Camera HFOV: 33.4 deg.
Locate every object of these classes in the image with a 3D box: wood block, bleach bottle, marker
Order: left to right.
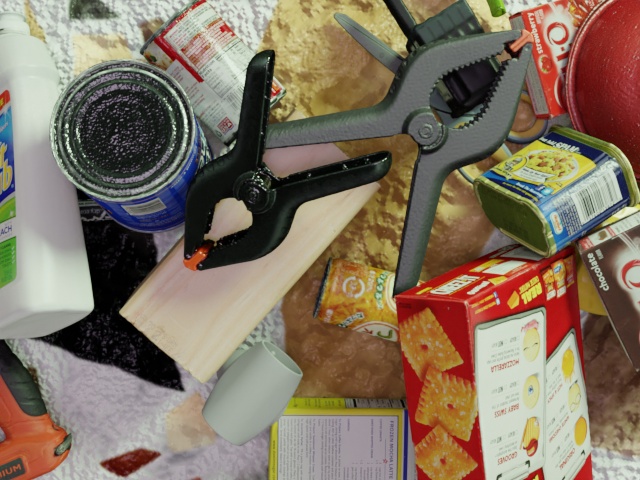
[{"bbox_3d":[-0.235,-0.056,0.835,0.103,0.067,0.251,-24,71,44],"label":"bleach bottle"},{"bbox_3d":[-0.184,-0.026,0.884,0.121,0.020,0.020,-3,97,0],"label":"marker"},{"bbox_3d":[-0.055,0.001,0.852,0.090,0.091,0.206,41,95,-6],"label":"wood block"}]

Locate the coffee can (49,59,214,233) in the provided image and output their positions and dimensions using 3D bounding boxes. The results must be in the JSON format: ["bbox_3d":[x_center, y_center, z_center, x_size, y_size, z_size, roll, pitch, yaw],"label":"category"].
[{"bbox_3d":[-0.137,-0.066,0.807,0.103,0.140,0.103,0,81,1],"label":"coffee can"}]

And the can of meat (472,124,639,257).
[{"bbox_3d":[0.180,-0.039,0.829,0.084,0.102,0.057,-32,119,-12],"label":"can of meat"}]

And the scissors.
[{"bbox_3d":[0.108,-0.130,0.873,0.096,0.016,0.202,-36,96,2],"label":"scissors"}]

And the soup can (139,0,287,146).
[{"bbox_3d":[-0.084,-0.133,0.846,0.068,0.068,0.102,-42,96,5],"label":"soup can"}]

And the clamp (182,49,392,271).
[{"bbox_3d":[-0.033,-0.036,0.758,0.120,0.039,0.172,35,117,3],"label":"clamp"}]

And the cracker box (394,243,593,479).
[{"bbox_3d":[0.138,0.123,0.824,0.072,0.163,0.214,4,107,40],"label":"cracker box"}]

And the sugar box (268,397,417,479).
[{"bbox_3d":[0.045,0.181,0.898,0.176,0.048,0.093,1,96,-4],"label":"sugar box"}]

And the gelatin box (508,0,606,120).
[{"bbox_3d":[0.199,-0.149,0.856,0.073,0.030,0.089,-18,97,-12],"label":"gelatin box"}]

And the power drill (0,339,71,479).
[{"bbox_3d":[-0.303,0.122,0.883,0.184,0.057,0.187,-22,97,2],"label":"power drill"}]

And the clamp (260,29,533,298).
[{"bbox_3d":[0.078,-0.070,0.781,0.210,0.036,0.164,-36,98,6],"label":"clamp"}]
